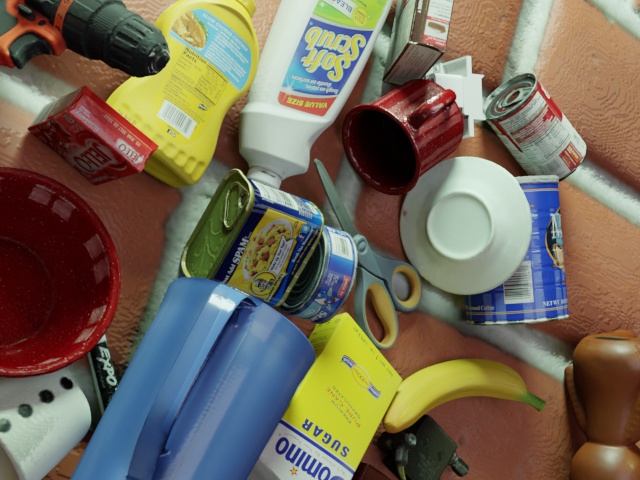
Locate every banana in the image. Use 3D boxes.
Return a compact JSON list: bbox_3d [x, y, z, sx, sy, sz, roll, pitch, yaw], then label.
[{"bbox_3d":[0.130,0.146,1.037,0.197,0.070,0.037,-3,119,-31],"label":"banana"}]

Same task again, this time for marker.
[{"bbox_3d":[-0.176,0.100,0.858,0.020,0.020,0.121,-16,96,-34],"label":"marker"}]

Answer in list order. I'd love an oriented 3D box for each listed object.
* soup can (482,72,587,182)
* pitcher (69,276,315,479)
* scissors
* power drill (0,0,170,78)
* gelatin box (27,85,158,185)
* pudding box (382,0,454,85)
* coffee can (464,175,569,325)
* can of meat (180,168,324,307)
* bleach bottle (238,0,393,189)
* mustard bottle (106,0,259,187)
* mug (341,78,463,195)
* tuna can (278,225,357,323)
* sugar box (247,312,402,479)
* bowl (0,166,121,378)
[{"bbox_3d":[0.224,-0.115,1.115,0.102,0.069,0.068,47,63,-23],"label":"soup can"},{"bbox_3d":[-0.111,0.153,0.805,0.149,0.145,0.242,47,57,-33],"label":"pitcher"},{"bbox_3d":[0.049,0.005,1.002,0.096,0.016,0.202,-28,113,-39],"label":"scissors"},{"bbox_3d":[-0.225,-0.123,0.765,0.187,0.185,0.057,-48,154,-24],"label":"power drill"},{"bbox_3d":[-0.178,-0.079,0.827,0.073,0.089,0.030,42,65,-25],"label":"gelatin box"},{"bbox_3d":[0.094,-0.204,1.006,0.039,0.113,0.090,11,79,-6],"label":"pudding box"},{"bbox_3d":[0.191,0.010,1.062,0.102,0.103,0.140,-4,89,-34],"label":"coffee can"},{"bbox_3d":[-0.056,0.001,0.906,0.083,0.057,0.102,20,109,-34],"label":"can of meat"},{"bbox_3d":[-0.007,-0.152,0.966,0.102,0.068,0.251,28,74,-31],"label":"bleach bottle"},{"bbox_3d":[-0.105,-0.147,0.900,0.096,0.058,0.191,36,68,-26],"label":"mustard bottle"},{"bbox_3d":[0.086,-0.106,0.996,0.081,0.117,0.093,-35,84,-36],"label":"mug"},{"bbox_3d":[-0.006,0.028,0.939,0.033,0.086,0.086,20,76,-30],"label":"tuna can"},{"bbox_3d":[0.001,0.157,0.933,0.093,0.048,0.176,50,45,-19],"label":"sugar box"},{"bbox_3d":[-0.233,0.029,0.789,0.161,0.055,0.162,13,64,-27],"label":"bowl"}]
